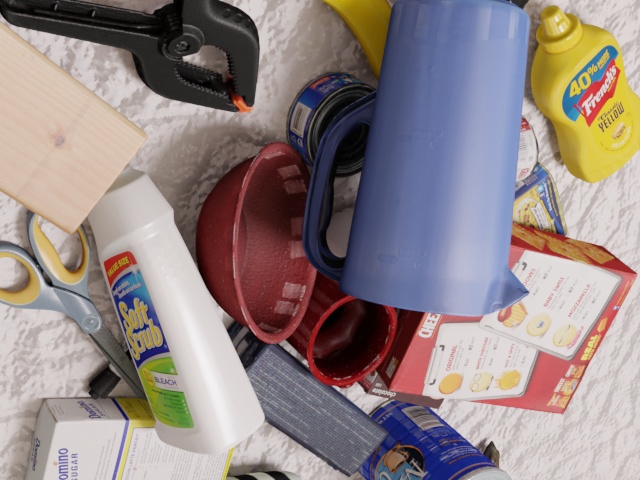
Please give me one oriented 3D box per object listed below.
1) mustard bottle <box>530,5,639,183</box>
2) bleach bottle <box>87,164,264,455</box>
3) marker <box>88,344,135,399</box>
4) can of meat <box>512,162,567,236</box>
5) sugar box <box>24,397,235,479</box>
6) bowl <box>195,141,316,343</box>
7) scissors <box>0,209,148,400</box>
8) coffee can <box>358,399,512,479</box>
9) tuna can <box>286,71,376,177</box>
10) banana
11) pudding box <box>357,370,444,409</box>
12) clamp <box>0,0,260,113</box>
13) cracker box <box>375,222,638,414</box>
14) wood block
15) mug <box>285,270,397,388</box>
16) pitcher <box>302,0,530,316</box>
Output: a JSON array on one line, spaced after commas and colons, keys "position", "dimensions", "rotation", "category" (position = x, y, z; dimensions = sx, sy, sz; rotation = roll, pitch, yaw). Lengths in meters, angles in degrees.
[{"position": [0.251, -0.148, 1.020], "dimensions": [0.096, 0.058, 0.191], "rotation": [-44, 130, -7], "category": "mustard bottle"}, {"position": [-0.128, 0.043, 0.833], "dimensions": [0.068, 0.103, 0.251], "rotation": [-32, 111, -33], "category": "bleach bottle"}, {"position": [-0.150, 0.087, 0.898], "dimensions": [0.121, 0.020, 0.020], "rotation": [-47, 131, -5], "category": "marker"}, {"position": [0.190, -0.021, 1.048], "dimensions": [0.083, 0.058, 0.102], "rotation": [-36, 129, -16], "category": "can of meat"}, {"position": [-0.161, 0.184, 0.926], "dimensions": [0.175, 0.048, 0.093], "rotation": [7, 109, -33], "category": "sugar box"}, {"position": [-0.056, 0.001, 0.864], "dimensions": [0.162, 0.055, 0.162], "rotation": [2, 90, -67], "category": "bowl"}, {"position": [-0.203, 0.064, 0.841], "dimensions": [0.096, 0.016, 0.202], "rotation": [-22, 119, -18], "category": "scissors"}, {"position": [0.111, 0.236, 1.075], "dimensions": [0.102, 0.140, 0.103], "rotation": [-16, 122, -27], "category": "coffee can"}, {"position": [0.016, -0.097, 0.903], "dimensions": [0.086, 0.034, 0.086], "rotation": [-16, 122, -27], "category": "tuna can"}, {"position": [0.017, -0.185, 0.858], "dimensions": [0.197, 0.037, 0.070], "rotation": [27, 111, -40], "category": "banana"}, {"position": [0.095, 0.116, 1.067], "dimensions": [0.113, 0.039, 0.090], "rotation": [19, 103, -39], "category": "pudding box"}, {"position": [-0.097, -0.157, 0.756], "dimensions": [0.165, 0.036, 0.209], "rotation": [-29, 146, 20], "category": "clamp"}, {"position": [0.169, 0.068, 1.001], "dimensions": [0.213, 0.072, 0.164], "rotation": [12, 112, -29], "category": "cracker box"}, {"position": [-0.228, -0.102, 0.698], "dimensions": [0.091, 0.090, 0.205], "rotation": [-52, 131, -1], "category": "wood block"}, {"position": [0.010, 0.080, 0.962], "dimensions": [0.093, 0.082, 0.117], "rotation": [-25, 125, -22], "category": "mug"}, {"position": [0.084, -0.066, 0.840], "dimensions": [0.149, 0.145, 0.243], "rotation": [5, 94, -23], "category": "pitcher"}]
